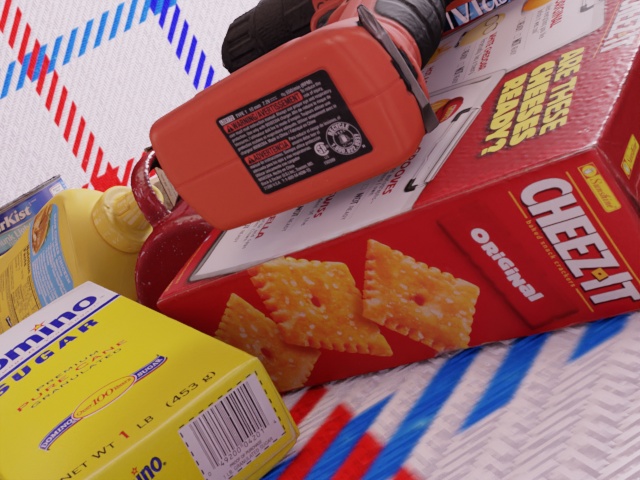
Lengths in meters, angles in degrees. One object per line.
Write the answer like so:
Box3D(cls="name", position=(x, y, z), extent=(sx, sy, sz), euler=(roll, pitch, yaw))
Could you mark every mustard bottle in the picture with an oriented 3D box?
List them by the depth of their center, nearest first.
Box3D(cls="mustard bottle", position=(-0.158, 0.023, 0.672), extent=(0.058, 0.096, 0.192), euler=(11, -39, -42))

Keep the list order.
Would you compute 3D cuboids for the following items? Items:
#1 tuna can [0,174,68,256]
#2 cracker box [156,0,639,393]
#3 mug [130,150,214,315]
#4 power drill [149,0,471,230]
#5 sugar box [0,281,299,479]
Box3D(cls="tuna can", position=(-0.228, -0.015, 0.817), extent=(0.086, 0.034, 0.086), euler=(-29, 11, 6))
Box3D(cls="cracker box", position=(0.055, -0.026, 0.440), extent=(0.214, 0.072, 0.164), euler=(-19, 27, 41))
Box3D(cls="mug", position=(-0.054, 0.001, 0.556), extent=(0.093, 0.117, 0.081), euler=(-35, 12, 25))
Box3D(cls="power drill", position=(0.002, -0.082, 0.458), extent=(0.185, 0.057, 0.187), euler=(-22, 24, 34))
Box3D(cls="sugar box", position=(-0.093, 0.068, 0.427), extent=(0.093, 0.048, 0.176), euler=(-34, 25, -24))
